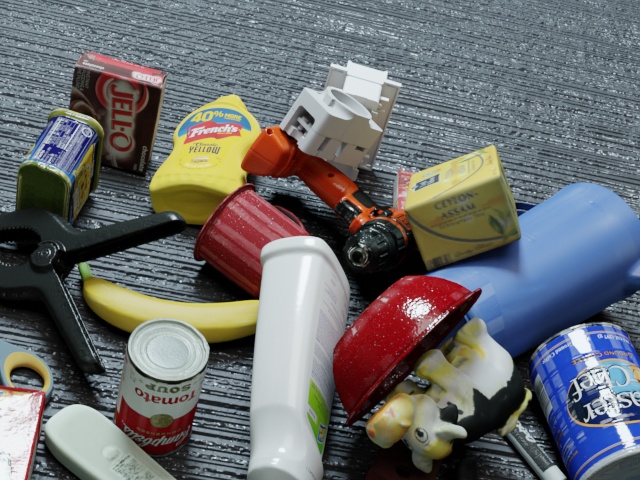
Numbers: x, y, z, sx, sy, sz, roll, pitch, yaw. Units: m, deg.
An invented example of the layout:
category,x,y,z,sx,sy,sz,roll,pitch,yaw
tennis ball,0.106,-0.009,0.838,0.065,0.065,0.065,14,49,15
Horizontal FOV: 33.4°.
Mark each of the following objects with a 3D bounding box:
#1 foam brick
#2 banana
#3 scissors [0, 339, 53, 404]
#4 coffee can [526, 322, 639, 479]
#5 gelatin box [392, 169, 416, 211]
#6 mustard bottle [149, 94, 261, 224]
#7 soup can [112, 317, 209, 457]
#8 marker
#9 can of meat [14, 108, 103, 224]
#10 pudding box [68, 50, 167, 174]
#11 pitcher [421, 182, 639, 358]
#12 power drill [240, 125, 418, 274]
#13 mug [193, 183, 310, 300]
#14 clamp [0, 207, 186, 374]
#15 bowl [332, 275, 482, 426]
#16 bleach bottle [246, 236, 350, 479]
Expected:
category,x,y,z,sx,sy,sz,roll,pitch,yaw
foam brick,0.071,0.193,0.905,0.053,0.051,0.078,26,43,8
banana,-0.134,0.063,0.980,0.197,0.037,0.069,13,52,-3
scissors,-0.284,0.079,0.934,0.096,0.016,0.202,3,44,-18
coffee can,0.258,0.160,0.965,0.102,0.103,0.140,2,44,-17
gelatin box,0.125,-0.038,1.183,0.089,0.030,0.073,12,43,-6
mustard bottle,-0.113,-0.097,1.142,0.096,0.058,0.191,2,40,10
soup can,-0.131,0.121,0.876,0.068,0.102,0.068,10,43,-9
marker,0.181,0.178,0.982,0.020,0.020,0.121,-16,52,-32
can of meat,-0.253,-0.060,1.028,0.057,0.102,0.084,18,44,-1
pudding box,-0.212,-0.132,1.106,0.090,0.114,0.039,15,39,-3
pitcher,0.195,0.038,1.064,0.242,0.149,0.145,-25,88,-33
power drill,0.012,-0.039,1.071,0.188,0.057,0.184,40,17,10
mug,-0.057,0.001,1.041,0.081,0.093,0.117,37,35,13
clamp,-0.233,0.014,0.967,0.210,0.036,0.164,23,66,24
bowl,0.062,0.081,0.902,0.055,0.162,0.161,45,48,12
bleach bottle,-0.025,0.123,0.900,0.068,0.102,0.250,-9,48,20
